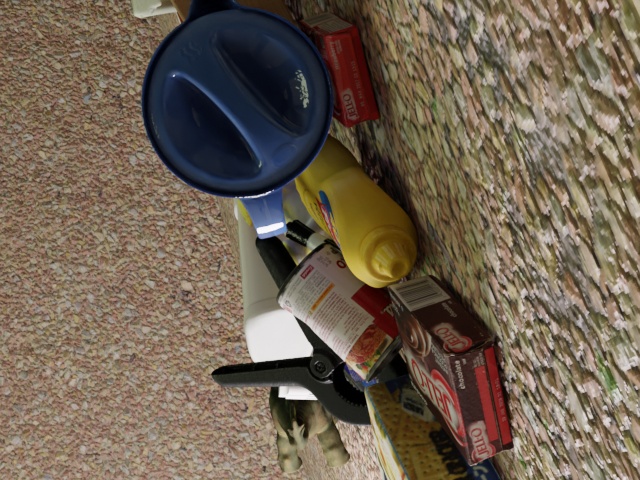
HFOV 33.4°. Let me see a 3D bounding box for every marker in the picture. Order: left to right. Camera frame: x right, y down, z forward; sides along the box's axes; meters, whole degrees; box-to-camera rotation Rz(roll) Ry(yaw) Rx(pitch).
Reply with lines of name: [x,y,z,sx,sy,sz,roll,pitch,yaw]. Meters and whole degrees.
marker: [0.017,0.014,0.920,0.121,0.020,0.020,30,150,26]

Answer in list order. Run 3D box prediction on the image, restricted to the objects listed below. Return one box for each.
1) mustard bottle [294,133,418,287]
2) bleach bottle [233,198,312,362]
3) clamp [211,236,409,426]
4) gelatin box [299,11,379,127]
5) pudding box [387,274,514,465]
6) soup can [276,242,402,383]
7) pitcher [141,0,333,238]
mustard bottle: [0.032,-0.015,0.836,0.096,0.058,0.192,66,175,-26]
bleach bottle: [-0.057,0.001,1.105,0.102,0.068,0.251,89,172,-50]
clamp: [0.005,0.095,0.947,0.036,0.210,0.165,-35,-37,-57]
gelatin box: [0.013,-0.132,0.823,0.089,0.030,0.073,-125,19,-67]
pudding box: [0.088,0.085,0.734,0.113,0.039,0.090,-123,17,-64]
soup can: [0.022,0.058,0.876,0.102,0.068,0.068,40,164,12]
pitcher: [-0.064,-0.108,0.850,0.149,0.145,0.243,-60,9,9]
